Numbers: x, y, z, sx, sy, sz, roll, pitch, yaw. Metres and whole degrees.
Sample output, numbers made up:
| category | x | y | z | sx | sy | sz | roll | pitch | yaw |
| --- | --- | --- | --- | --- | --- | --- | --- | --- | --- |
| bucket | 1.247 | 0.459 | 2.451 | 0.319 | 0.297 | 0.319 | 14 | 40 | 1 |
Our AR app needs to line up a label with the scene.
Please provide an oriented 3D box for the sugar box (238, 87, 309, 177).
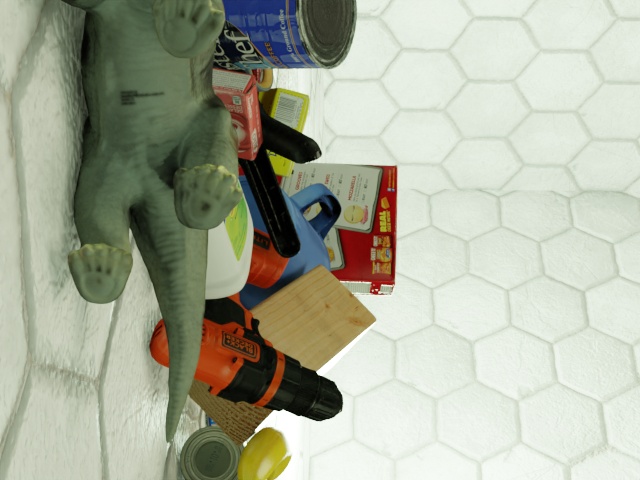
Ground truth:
| category | x | y | z | sx | sy | sz | roll | pitch | yaw |
| --- | --- | --- | --- | --- | --- | --- | --- | --- | --- |
| sugar box | -0.065 | -0.126 | 1.225 | 0.176 | 0.048 | 0.093 | -161 | -94 | -69 |

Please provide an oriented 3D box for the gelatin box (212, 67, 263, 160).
| category | x | y | z | sx | sy | sz | roll | pitch | yaw |
| --- | --- | --- | --- | --- | --- | --- | --- | --- | --- |
| gelatin box | -0.095 | -0.108 | 0.886 | 0.073 | 0.089 | 0.030 | 87 | 20 | -48 |

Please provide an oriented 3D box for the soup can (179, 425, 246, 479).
| category | x | y | z | sx | sy | sz | roll | pitch | yaw |
| --- | --- | --- | --- | --- | --- | --- | --- | --- | --- |
| soup can | -0.102 | 0.228 | 1.079 | 0.102 | 0.068 | 0.068 | 81 | 11 | -70 |

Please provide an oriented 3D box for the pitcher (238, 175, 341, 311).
| category | x | y | z | sx | sy | sz | roll | pitch | yaw |
| --- | --- | --- | --- | --- | --- | --- | --- | --- | --- |
| pitcher | -0.058 | 0.001 | 1.198 | 0.243 | 0.145 | 0.149 | 65 | 28 | -76 |

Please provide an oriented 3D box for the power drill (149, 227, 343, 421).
| category | x | y | z | sx | sy | sz | roll | pitch | yaw |
| --- | --- | --- | --- | --- | --- | --- | --- | --- | --- |
| power drill | -0.062 | 0.068 | 0.967 | 0.057 | 0.184 | 0.187 | -49 | -152 | 30 |

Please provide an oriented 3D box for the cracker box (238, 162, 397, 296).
| category | x | y | z | sx | sy | sz | roll | pitch | yaw |
| --- | --- | --- | --- | --- | --- | --- | --- | --- | --- |
| cracker box | -0.009 | -0.016 | 1.375 | 0.072 | 0.213 | 0.164 | 87 | 5 | -68 |

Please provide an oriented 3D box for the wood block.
| category | x | y | z | sx | sy | sz | roll | pitch | yaw |
| --- | --- | --- | --- | --- | --- | --- | --- | --- | --- |
| wood block | -0.039 | 0.110 | 1.087 | 0.091 | 0.090 | 0.205 | -50 | 171 | 30 |

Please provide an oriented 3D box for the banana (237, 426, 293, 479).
| category | x | y | z | sx | sy | sz | roll | pitch | yaw |
| --- | --- | --- | --- | --- | --- | --- | --- | --- | --- |
| banana | -0.054 | 0.211 | 1.029 | 0.069 | 0.037 | 0.197 | -56 | 171 | 0 |

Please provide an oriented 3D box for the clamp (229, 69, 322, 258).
| category | x | y | z | sx | sy | sz | roll | pitch | yaw |
| --- | --- | --- | --- | --- | --- | --- | --- | --- | --- |
| clamp | -0.066 | -0.092 | 0.985 | 0.210 | 0.036 | 0.165 | 52 | -27 | 30 |

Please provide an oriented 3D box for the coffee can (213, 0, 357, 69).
| category | x | y | z | sx | sy | sz | roll | pitch | yaw |
| --- | --- | --- | --- | --- | --- | --- | --- | --- | --- |
| coffee can | -0.054 | -0.194 | 0.893 | 0.102 | 0.140 | 0.103 | -14 | 106 | -61 |
